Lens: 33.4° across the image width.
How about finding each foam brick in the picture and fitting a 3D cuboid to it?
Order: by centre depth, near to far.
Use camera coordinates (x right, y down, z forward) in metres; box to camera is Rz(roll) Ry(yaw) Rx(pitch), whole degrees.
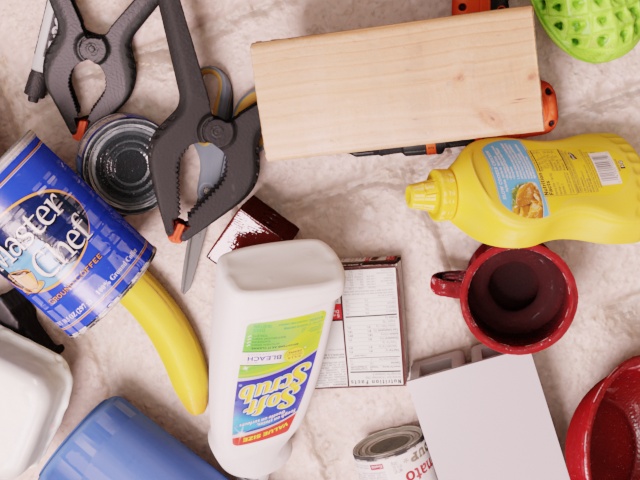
[{"bbox_3d":[-0.056,0.001,0.908,0.053,0.078,0.051,35,102,-3],"label":"foam brick"}]

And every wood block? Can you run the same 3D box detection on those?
[{"bbox_3d":[0.061,-0.120,0.809,0.206,0.090,0.090,-6,101,13],"label":"wood block"}]

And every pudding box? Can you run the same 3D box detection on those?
[{"bbox_3d":[0.029,0.072,0.931,0.090,0.039,0.113,-3,102,8],"label":"pudding box"}]

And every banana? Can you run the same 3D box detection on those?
[{"bbox_3d":[-0.158,0.069,0.957,0.198,0.037,0.070,45,121,-1],"label":"banana"}]

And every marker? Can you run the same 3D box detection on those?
[{"bbox_3d":[-0.236,-0.179,0.928,0.020,0.020,0.121,19,102,3],"label":"marker"}]

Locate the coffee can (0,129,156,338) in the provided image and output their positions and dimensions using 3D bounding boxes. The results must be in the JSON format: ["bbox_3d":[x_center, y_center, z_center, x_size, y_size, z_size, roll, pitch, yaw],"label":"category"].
[{"bbox_3d":[-0.218,-0.005,0.862,0.103,0.103,0.140,-42,105,12],"label":"coffee can"}]

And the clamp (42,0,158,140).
[{"bbox_3d":[-0.183,-0.170,0.911,0.120,0.039,0.171,3,110,0],"label":"clamp"}]

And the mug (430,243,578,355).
[{"bbox_3d":[0.150,0.039,0.887,0.117,0.081,0.093,1,100,7],"label":"mug"}]

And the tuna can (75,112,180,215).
[{"bbox_3d":[-0.165,-0.065,0.914,0.086,0.034,0.086,-5,104,-19],"label":"tuna can"}]

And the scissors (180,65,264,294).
[{"bbox_3d":[-0.079,-0.051,0.933,0.096,0.016,0.202,0,100,7],"label":"scissors"}]

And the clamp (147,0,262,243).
[{"bbox_3d":[-0.094,-0.101,0.889,0.164,0.036,0.210,27,97,-11],"label":"clamp"}]

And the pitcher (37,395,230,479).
[{"bbox_3d":[-0.131,0.258,0.947,0.243,0.145,0.149,40,90,2],"label":"pitcher"}]

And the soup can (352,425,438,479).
[{"bbox_3d":[0.074,0.222,0.937,0.068,0.068,0.102,-16,98,9],"label":"soup can"}]

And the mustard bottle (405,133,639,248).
[{"bbox_3d":[0.160,-0.039,0.839,0.191,0.096,0.058,-3,145,-14],"label":"mustard bottle"}]

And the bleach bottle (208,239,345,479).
[{"bbox_3d":[-0.043,0.118,0.900,0.102,0.068,0.251,-7,130,-17],"label":"bleach bottle"}]
